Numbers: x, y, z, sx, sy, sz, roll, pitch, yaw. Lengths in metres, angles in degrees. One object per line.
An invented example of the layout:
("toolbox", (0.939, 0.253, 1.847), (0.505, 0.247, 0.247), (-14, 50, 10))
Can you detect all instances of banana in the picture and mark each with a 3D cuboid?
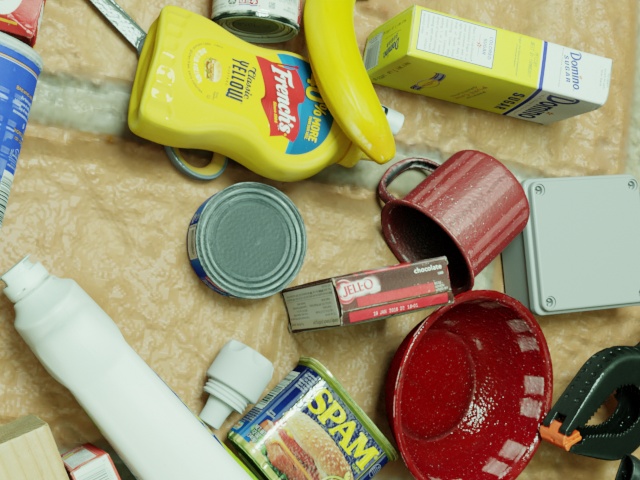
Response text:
("banana", (0.020, -0.141, 0.779), (0.069, 0.037, 0.198), (16, 49, -21))

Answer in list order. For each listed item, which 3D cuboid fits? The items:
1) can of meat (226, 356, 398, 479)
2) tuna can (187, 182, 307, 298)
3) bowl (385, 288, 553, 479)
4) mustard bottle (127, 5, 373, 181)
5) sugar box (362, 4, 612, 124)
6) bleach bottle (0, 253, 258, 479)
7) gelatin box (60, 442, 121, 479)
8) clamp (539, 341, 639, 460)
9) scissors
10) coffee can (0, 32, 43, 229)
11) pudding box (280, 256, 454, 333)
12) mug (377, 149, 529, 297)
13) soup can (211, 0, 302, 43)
("can of meat", (-0.008, 0.151, 0.788), (0.084, 0.058, 0.102), (-42, 101, -16))
("tuna can", (-0.055, 0.001, 0.793), (0.086, 0.034, 0.086), (2, 85, -21))
("bowl", (0.104, 0.116, 0.821), (0.161, 0.055, 0.162), (-2, 94, -34))
("mustard bottle", (-0.038, -0.095, 0.777), (0.191, 0.058, 0.096), (18, 63, -22))
("sugar box", (0.130, -0.134, 0.842), (0.176, 0.093, 0.048), (13, 82, -19))
("bleach bottle", (-0.125, 0.114, 0.720), (0.068, 0.103, 0.251), (-41, 101, -14))
("gelatin box", (-0.145, 0.185, 0.723), (0.030, 0.073, 0.089), (-25, 95, -21))
("clamp", (0.267, 0.129, 0.876), (0.209, 0.036, 0.164), (-28, 114, -26))
("scissors", (-0.127, -0.119, 0.785), (0.201, 0.016, 0.096), (30, 74, -16))
("coffee can", (-0.246, -0.063, 0.690), (0.102, 0.103, 0.140), (14, 81, -19))
("pudding box", (0.032, 0.040, 0.780), (0.089, 0.114, 0.039), (-9, 85, -22))
("mug", (0.099, -0.023, 0.832), (0.117, 0.093, 0.081), (38, 64, 24))
("soup can", (-0.045, -0.206, 0.796), (0.068, 0.069, 0.102), (6, 84, -20))
